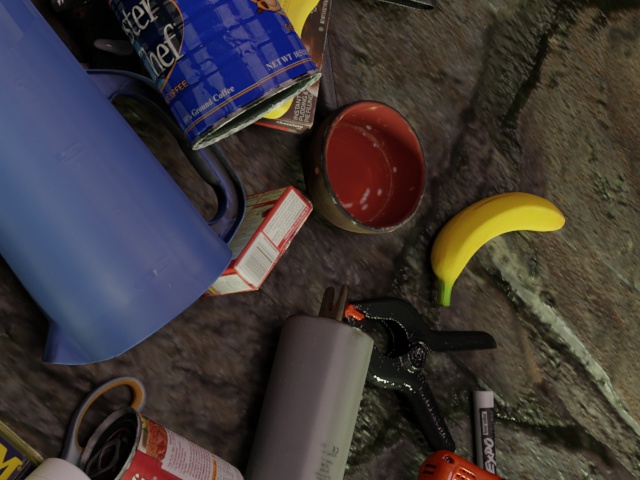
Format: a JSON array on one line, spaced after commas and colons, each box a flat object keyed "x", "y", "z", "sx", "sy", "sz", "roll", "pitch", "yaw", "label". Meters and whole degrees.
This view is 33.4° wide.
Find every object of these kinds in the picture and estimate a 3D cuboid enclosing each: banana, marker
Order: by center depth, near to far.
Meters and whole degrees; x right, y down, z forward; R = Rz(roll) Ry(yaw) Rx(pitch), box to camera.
[{"x": 0.154, "y": 0.201, "z": 0.990, "sx": 0.020, "sy": 0.020, "sz": 0.121, "roll": 3, "pitch": 82, "yaw": -36, "label": "marker"}, {"x": 0.165, "y": -0.009, "z": 1.021, "sx": 0.197, "sy": 0.037, "sz": 0.069, "roll": -29, "pitch": 118, "yaw": -34, "label": "banana"}]

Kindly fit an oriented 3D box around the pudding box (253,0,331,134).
[{"x": -0.045, "y": -0.150, "z": 0.862, "sx": 0.090, "sy": 0.039, "sz": 0.113, "roll": 11, "pitch": 80, "yaw": -15, "label": "pudding box"}]

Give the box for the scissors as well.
[{"x": -0.176, "y": 0.187, "z": 0.750, "sx": 0.096, "sy": 0.016, "sz": 0.201, "roll": 46, "pitch": 60, "yaw": -22, "label": "scissors"}]

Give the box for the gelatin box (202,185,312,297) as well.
[{"x": -0.055, "y": 0.001, "z": 0.831, "sx": 0.030, "sy": 0.073, "sz": 0.089, "roll": 47, "pitch": 58, "yaw": -23, "label": "gelatin box"}]

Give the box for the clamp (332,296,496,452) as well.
[{"x": 0.085, "y": 0.096, "z": 0.942, "sx": 0.171, "sy": 0.039, "sz": 0.120, "roll": 45, "pitch": 59, "yaw": -23, "label": "clamp"}]

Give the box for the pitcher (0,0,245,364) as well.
[{"x": -0.170, "y": -0.051, "z": 0.722, "sx": 0.243, "sy": 0.145, "sz": 0.149, "roll": 56, "pitch": 22, "yaw": -13, "label": "pitcher"}]

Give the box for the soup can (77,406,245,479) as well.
[{"x": -0.110, "y": 0.169, "z": 0.749, "sx": 0.102, "sy": 0.069, "sz": 0.068, "roll": 37, "pitch": 63, "yaw": -29, "label": "soup can"}]

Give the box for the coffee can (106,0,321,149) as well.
[{"x": -0.078, "y": -0.147, "z": 0.719, "sx": 0.102, "sy": 0.103, "sz": 0.140, "roll": -32, "pitch": 93, "yaw": -35, "label": "coffee can"}]
